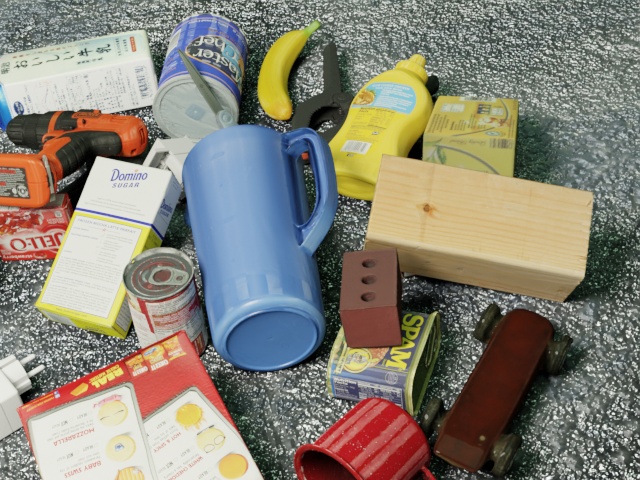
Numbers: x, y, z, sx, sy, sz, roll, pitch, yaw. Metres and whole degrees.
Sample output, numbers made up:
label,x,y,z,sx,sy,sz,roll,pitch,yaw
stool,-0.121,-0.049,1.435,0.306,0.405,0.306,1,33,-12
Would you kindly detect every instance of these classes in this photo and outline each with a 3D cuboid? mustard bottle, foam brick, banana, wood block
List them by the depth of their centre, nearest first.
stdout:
label,x,y,z,sx,sy,sz,roll,pitch,yaw
foam brick,0.047,0.053,0.979,0.053,0.051,0.078,-5,41,8
wood block,0.151,-0.011,1.045,0.206,0.090,0.091,11,70,2
mustard bottle,0.075,-0.137,1.217,0.096,0.058,0.191,11,61,35
banana,-0.049,-0.210,1.346,0.070,0.037,0.197,-30,33,37

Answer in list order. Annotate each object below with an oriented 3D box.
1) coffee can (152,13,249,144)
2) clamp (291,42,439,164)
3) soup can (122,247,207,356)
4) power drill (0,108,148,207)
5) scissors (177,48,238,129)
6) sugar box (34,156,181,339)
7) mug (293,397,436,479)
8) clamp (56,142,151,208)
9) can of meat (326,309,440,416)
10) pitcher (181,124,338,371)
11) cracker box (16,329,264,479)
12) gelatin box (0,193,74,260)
label,x,y,z,sx,sy,sz,roll,pitch,yaw
coffee can,-0.144,-0.198,1.309,0.103,0.103,0.140,-1,43,5
clamp,0.022,-0.168,1.305,0.165,0.036,0.209,29,56,30
soup can,-0.148,0.066,1.031,0.068,0.102,0.068,-3,43,3
power drill,-0.309,-0.098,1.176,0.185,0.057,0.187,3,26,22
scissors,-0.091,-0.134,1.222,0.096,0.016,0.202,-14,79,-33
sugar box,-0.216,0.005,1.102,0.093,0.048,0.176,13,68,17
mug,0.047,0.191,0.890,0.117,0.093,0.081,31,49,29
clamp,-0.251,-0.078,1.242,0.120,0.039,0.171,-1,37,-1
can of meat,0.060,0.108,0.998,0.084,0.057,0.102,8,44,19
pitcher,-0.057,0.001,1.067,0.145,0.149,0.243,-1,46,-12
cracker box,-0.143,0.200,0.900,0.164,0.072,0.214,-25,51,-12
gelatin box,-0.309,-0.014,1.155,0.089,0.073,0.030,-2,43,4
